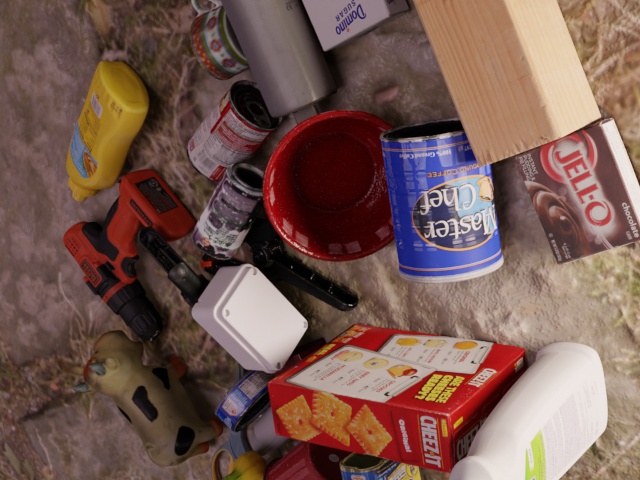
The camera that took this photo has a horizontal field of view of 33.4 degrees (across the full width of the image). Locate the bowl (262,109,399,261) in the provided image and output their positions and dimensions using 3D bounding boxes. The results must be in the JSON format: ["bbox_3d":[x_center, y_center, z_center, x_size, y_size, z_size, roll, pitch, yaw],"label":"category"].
[{"bbox_3d":[0.018,-0.062,1.096,0.162,0.055,0.162,-3,112,-8],"label":"bowl"}]

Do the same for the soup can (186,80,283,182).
[{"bbox_3d":[-0.096,-0.119,1.184,0.068,0.068,0.102,53,130,9],"label":"soup can"}]

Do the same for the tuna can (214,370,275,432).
[{"bbox_3d":[-0.085,0.189,1.278,0.034,0.085,0.086,43,127,14],"label":"tuna can"}]

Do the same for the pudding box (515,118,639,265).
[{"bbox_3d":[0.241,-0.044,0.973,0.090,0.039,0.113,-21,93,40],"label":"pudding box"}]

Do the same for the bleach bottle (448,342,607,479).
[{"bbox_3d":[0.181,0.183,0.964,0.068,0.250,0.102,-2,105,38],"label":"bleach bottle"}]

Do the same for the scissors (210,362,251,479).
[{"bbox_3d":[-0.092,0.253,1.354,0.096,0.016,0.202,33,124,21],"label":"scissors"}]

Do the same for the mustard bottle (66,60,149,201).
[{"bbox_3d":[-0.272,-0.121,1.320,0.096,0.058,0.192,58,134,31],"label":"mustard bottle"}]

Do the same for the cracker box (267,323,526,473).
[{"bbox_3d":[0.080,0.156,1.089,0.214,0.163,0.072,5,111,36],"label":"cracker box"}]

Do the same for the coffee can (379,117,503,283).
[{"bbox_3d":[0.117,-0.040,1.028,0.103,0.102,0.140,1,107,37],"label":"coffee can"}]

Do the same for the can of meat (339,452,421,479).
[{"bbox_3d":[0.070,0.270,1.181,0.058,0.101,0.084,-4,102,38],"label":"can of meat"}]

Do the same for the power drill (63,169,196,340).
[{"bbox_3d":[-0.233,0.016,1.346,0.184,0.057,0.188,49,128,8],"label":"power drill"}]

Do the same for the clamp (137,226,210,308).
[{"bbox_3d":[-0.152,0.052,1.261,0.120,0.039,0.171,50,176,44],"label":"clamp"}]

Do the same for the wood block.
[{"bbox_3d":[0.159,-0.183,0.952,0.091,0.090,0.206,-19,95,41],"label":"wood block"}]

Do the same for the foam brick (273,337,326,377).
[{"bbox_3d":[-0.011,0.162,1.235,0.053,0.051,0.078,-26,90,39],"label":"foam brick"}]

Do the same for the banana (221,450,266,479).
[{"bbox_3d":[-0.098,0.299,1.310,0.037,0.069,0.198,54,159,22],"label":"banana"}]

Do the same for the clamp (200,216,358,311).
[{"bbox_3d":[-0.058,0.001,1.220,0.210,0.036,0.164,-2,105,38],"label":"clamp"}]

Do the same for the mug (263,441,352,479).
[{"bbox_3d":[0.000,0.285,1.248,0.117,0.093,0.082,52,125,11],"label":"mug"}]

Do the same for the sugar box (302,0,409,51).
[{"bbox_3d":[0.012,-0.287,1.055,0.094,0.048,0.176,-19,98,42],"label":"sugar box"}]
